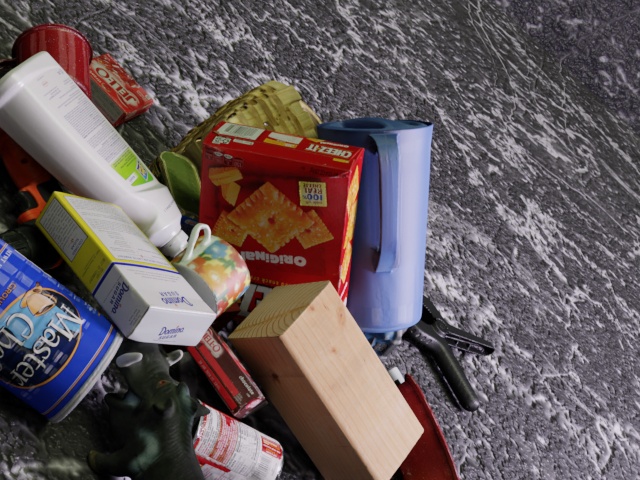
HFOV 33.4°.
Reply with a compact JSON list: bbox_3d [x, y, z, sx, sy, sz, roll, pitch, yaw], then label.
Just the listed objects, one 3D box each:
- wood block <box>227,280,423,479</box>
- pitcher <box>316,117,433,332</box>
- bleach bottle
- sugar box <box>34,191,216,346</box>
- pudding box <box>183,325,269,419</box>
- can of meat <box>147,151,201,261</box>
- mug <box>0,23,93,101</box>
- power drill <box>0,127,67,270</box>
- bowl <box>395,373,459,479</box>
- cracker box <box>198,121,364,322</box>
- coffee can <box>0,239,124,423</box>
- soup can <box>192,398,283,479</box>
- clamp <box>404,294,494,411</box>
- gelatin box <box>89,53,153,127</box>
[{"bbox_3d":[0.008,0.153,1.121,0.090,0.091,0.206,-47,114,-35],"label":"wood block"},{"bbox_3d":[0.064,-0.019,1.232,0.148,0.145,0.243,-15,108,-50],"label":"pitcher"},{"bbox_3d":[-0.230,-0.075,1.101,0.250,0.068,0.102,48,28,-12],"label":"bleach bottle"},{"bbox_3d":[-0.184,0.027,1.001,0.093,0.048,0.176,14,28,-53],"label":"sugar box"},{"bbox_3d":[-0.095,0.136,1.091,0.090,0.039,0.113,53,-8,10],"label":"pudding box"},{"bbox_3d":[-0.177,-0.039,1.211,0.057,0.084,0.102,19,39,-41],"label":"can of meat"},{"bbox_3d":[-0.317,-0.187,1.221,0.117,0.093,0.081,-2,52,-15],"label":"mug"},{"bbox_3d":[-0.310,-0.052,1.078,0.188,0.057,0.184,54,25,7],"label":"power drill"},{"bbox_3d":[0.107,0.237,1.227,0.162,0.055,0.162,158,-90,-84],"label":"bowl"},{"bbox_3d":[-0.048,-0.008,1.157,0.164,0.214,0.072,12,29,11],"label":"cracker box"},{"bbox_3d":[-0.258,0.078,0.932,0.140,0.103,0.102,39,29,-14],"label":"coffee can"},{"bbox_3d":[-0.094,0.204,1.030,0.102,0.069,0.068,32,31,-26],"label":"soup can"},{"bbox_3d":[0.166,0.130,1.511,0.210,0.036,0.164,47,29,1],"label":"clamp"},{"bbox_3d":[-0.263,-0.191,1.346,0.089,0.030,0.073,46,28,-1],"label":"gelatin box"}]
